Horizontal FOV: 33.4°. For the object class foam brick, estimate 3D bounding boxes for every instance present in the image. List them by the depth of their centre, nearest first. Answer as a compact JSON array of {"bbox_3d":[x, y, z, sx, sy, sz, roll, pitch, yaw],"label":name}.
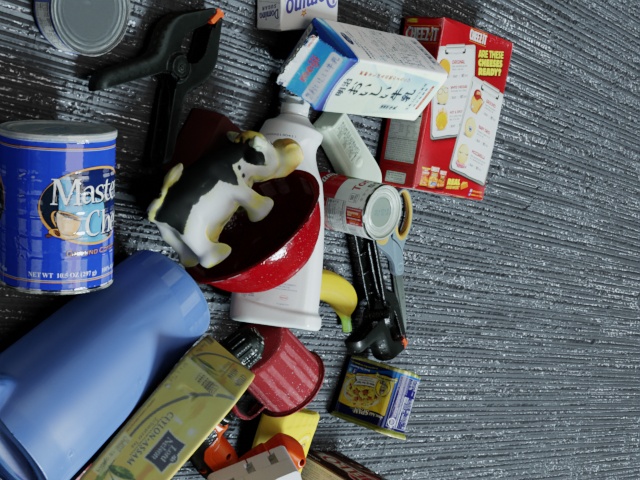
[{"bbox_3d":[-0.118,-0.089,1.105,0.053,0.051,0.078,41,71,-45],"label":"foam brick"}]

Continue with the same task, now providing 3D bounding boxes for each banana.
[{"bbox_3d":[-0.010,0.066,1.274,0.197,0.037,0.069,17,78,-50],"label":"banana"}]

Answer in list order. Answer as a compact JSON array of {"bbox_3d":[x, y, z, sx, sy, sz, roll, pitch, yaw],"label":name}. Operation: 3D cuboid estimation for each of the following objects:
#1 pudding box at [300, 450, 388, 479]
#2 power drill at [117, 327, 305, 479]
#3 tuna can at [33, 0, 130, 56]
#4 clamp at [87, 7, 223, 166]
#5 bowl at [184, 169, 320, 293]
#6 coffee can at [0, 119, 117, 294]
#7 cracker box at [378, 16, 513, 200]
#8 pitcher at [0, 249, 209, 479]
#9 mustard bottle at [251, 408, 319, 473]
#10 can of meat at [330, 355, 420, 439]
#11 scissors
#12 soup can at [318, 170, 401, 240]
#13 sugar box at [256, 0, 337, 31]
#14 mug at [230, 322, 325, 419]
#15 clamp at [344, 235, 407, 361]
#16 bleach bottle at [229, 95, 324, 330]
[{"bbox_3d":[0.030,0.300,1.333,0.089,0.114,0.039,18,90,-49],"label":"pudding box"},{"bbox_3d":[-0.097,0.198,1.151,0.184,0.057,0.187,-39,122,3],"label":"power drill"},{"bbox_3d":[-0.218,-0.213,0.975,0.085,0.034,0.086,-16,112,-44],"label":"tuna can"},{"bbox_3d":[-0.156,-0.172,1.051,0.120,0.039,0.171,46,61,-49],"label":"clamp"},{"bbox_3d":[-0.057,0.001,1.079,0.162,0.162,0.055,-51,122,-25],"label":"bowl"},{"bbox_3d":[-0.235,-0.032,0.955,0.102,0.103,0.140,-9,108,-46],"label":"coffee can"},{"bbox_3d":[0.160,-0.167,1.375,0.163,0.072,0.214,5,96,-49],"label":"cracker box"},{"bbox_3d":[-0.218,0.126,1.011,0.145,0.149,0.242,51,55,-7],"label":"pitcher"},{"bbox_3d":[-0.061,0.289,1.270,0.096,0.058,0.191,23,84,-67],"label":"mustard bottle"},{"bbox_3d":[0.072,0.198,1.360,0.057,0.102,0.084,24,81,-48],"label":"can of meat"},{"bbox_3d":[0.087,0.030,1.393,0.096,0.016,0.202,-9,108,-44],"label":"scissors"},{"bbox_3d":[0.035,-0.041,1.250,0.068,0.102,0.068,-16,112,-44],"label":"soup can"},{"bbox_3d":[-0.022,-0.317,1.150,0.093,0.048,0.176,-16,111,-44],"label":"sugar box"},{"bbox_3d":[-0.062,0.150,1.212,0.117,0.093,0.081,-49,128,-13],"label":"mug"},{"bbox_3d":[0.071,0.101,1.341,0.210,0.036,0.164,63,30,-52],"label":"clamp"},{"bbox_3d":[-0.035,-0.032,1.166,0.068,0.102,0.251,40,58,-80],"label":"bleach bottle"}]
